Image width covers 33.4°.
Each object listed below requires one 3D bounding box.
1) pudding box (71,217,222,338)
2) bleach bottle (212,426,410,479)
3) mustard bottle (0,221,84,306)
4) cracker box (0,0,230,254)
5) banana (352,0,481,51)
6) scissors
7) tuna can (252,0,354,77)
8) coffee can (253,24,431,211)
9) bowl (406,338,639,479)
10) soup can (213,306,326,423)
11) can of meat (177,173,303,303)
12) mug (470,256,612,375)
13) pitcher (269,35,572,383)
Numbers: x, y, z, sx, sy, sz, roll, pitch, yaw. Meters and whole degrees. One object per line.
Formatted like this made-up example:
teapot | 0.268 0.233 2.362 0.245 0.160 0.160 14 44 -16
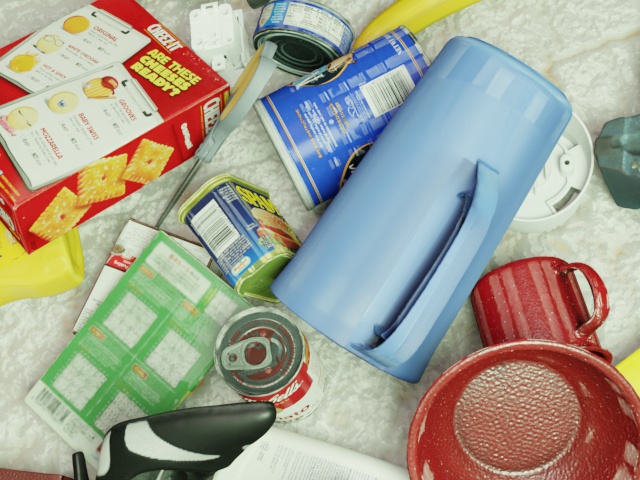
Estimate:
pudding box | -0.143 0.047 0.897 0.090 0.039 0.113 20 77 15
bleach bottle | 0.043 0.215 0.781 0.251 0.068 0.102 16 76 14
mustard bottle | -0.306 0.024 0.928 0.191 0.058 0.096 -20 65 4
cracker box | -0.209 -0.107 0.919 0.213 0.072 0.164 -34 61 -25
banana | 0.116 -0.215 0.938 0.198 0.069 0.037 -23 110 7
scissors | -0.086 -0.093 0.900 0.016 0.202 0.096 31 45 -13
tuna can | -0.015 -0.176 0.934 0.086 0.086 0.033 12 73 15
coffee can | 0.028 -0.101 0.886 0.140 0.103 0.103 -27 66 -1
bowl | 0.138 0.133 0.730 0.162 0.055 0.162 1 107 2
soup can | -0.036 0.098 0.820 0.068 0.102 0.068 -4 68 9
can of meat | -0.056 0.001 0.863 0.057 0.102 0.084 -42 68 12
mug | 0.167 0.059 0.793 0.093 0.117 0.081 6 57 -30
pitcher | 0.082 -0.022 0.786 0.149 0.144 0.243 35 96 29
